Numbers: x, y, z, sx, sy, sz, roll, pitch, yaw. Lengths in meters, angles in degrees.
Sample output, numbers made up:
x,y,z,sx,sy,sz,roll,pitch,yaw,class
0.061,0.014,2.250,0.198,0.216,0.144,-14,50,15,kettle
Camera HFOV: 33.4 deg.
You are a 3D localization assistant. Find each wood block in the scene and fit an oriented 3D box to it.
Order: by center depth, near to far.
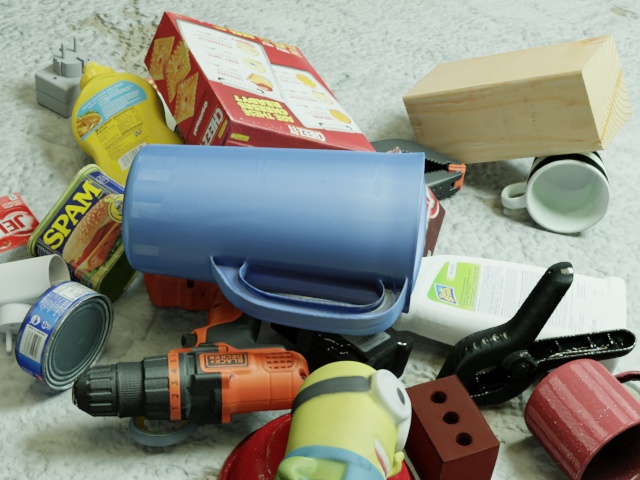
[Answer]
x,y,z,sx,sy,sz,roll,pitch,yaw,class
0.203,-0.142,1.114,0.207,0.090,0.090,-3,29,39,wood block

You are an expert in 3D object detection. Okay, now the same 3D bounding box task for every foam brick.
x,y,z,sx,sy,sz,roll,pitch,yaw,class
0.100,0.158,0.857,0.053,0.051,0.078,-12,45,-21,foam brick

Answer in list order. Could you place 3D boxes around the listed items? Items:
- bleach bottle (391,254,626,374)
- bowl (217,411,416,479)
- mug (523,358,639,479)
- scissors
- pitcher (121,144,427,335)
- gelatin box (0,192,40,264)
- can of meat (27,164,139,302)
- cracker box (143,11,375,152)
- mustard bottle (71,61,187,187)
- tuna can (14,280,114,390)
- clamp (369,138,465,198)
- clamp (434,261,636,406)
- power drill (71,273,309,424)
x,y,z,sx,sy,sz,roll,pitch,yaw,class
0.143,0.053,0.961,0.251,0.068,0.102,14,44,3,bleach bottle
0.002,0.181,0.813,0.162,0.055,0.162,4,42,-4,bowl
0.228,0.144,0.860,0.117,0.093,0.082,-31,45,-7,mug
-0.075,0.133,0.881,0.201,0.016,0.096,3,36,-9,scissors
-0.036,-0.009,0.874,0.243,0.145,0.149,5,3,4,pitcher
-0.306,-0.003,0.992,0.089,0.030,0.073,-21,49,-29,gelatin box
-0.199,-0.004,0.968,0.084,0.057,0.102,32,80,20,can of meat
-0.065,-0.131,1.048,0.163,0.072,0.214,10,33,-33,cracker box
-0.200,-0.114,1.083,0.096,0.058,0.192,-34,59,2,mustard bottle
-0.209,0.077,0.875,0.034,0.086,0.086,24,44,20,tuna can
0.046,-0.082,1.132,0.210,0.036,0.164,0,43,-5,clamp
0.175,0.095,0.891,0.120,0.172,0.039,37,31,-24,clamp
-0.109,0.079,0.889,0.184,0.057,0.187,-1,33,-9,power drill
